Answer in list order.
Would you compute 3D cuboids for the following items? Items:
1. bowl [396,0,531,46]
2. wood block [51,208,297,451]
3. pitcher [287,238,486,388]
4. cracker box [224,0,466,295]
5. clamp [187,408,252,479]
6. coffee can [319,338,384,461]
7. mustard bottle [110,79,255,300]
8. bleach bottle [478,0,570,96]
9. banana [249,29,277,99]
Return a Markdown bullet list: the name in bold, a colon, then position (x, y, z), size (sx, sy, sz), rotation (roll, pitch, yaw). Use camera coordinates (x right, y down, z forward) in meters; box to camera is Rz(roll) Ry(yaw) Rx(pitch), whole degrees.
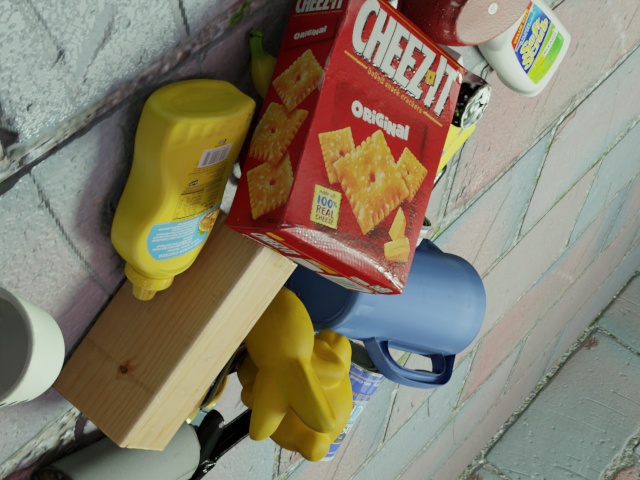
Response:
- **bowl**: position (0.152, -0.239, 1.021), size (0.162, 0.055, 0.162), rotation (-25, 152, -15)
- **wood block**: position (-0.125, 0.072, 0.930), size (0.206, 0.091, 0.090), rotation (-54, 159, 0)
- **pitcher**: position (0.078, 0.073, 1.231), size (0.242, 0.149, 0.145), rotation (14, 111, -49)
- **cracker box**: position (0.028, -0.080, 0.870), size (0.164, 0.072, 0.213), rotation (29, 73, -45)
- **clamp**: position (-0.138, 0.240, 1.197), size (0.171, 0.039, 0.120), rotation (-45, 154, 8)
- **coffee can**: position (0.009, 0.202, 1.398), size (0.140, 0.103, 0.102), rotation (-59, 159, 11)
- **mustard bottle**: position (-0.117, -0.030, 0.837), size (0.096, 0.058, 0.192), rotation (-25, 145, -50)
- **bleach bottle**: position (0.216, -0.239, 1.219), size (0.103, 0.068, 0.250), rotation (-58, 156, 10)
- **banana**: position (-0.003, -0.149, 0.923), size (0.197, 0.037, 0.070), rotation (-21, 144, -55)
